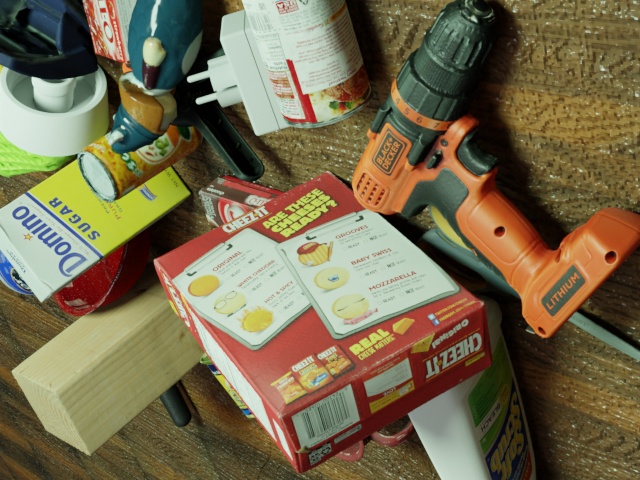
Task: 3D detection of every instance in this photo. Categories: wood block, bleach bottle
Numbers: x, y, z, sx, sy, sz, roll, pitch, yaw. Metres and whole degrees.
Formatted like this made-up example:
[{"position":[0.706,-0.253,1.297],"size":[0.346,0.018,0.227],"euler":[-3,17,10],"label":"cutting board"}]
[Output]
[{"position":[-0.209,0.119,1.141],"size":[0.091,0.205,0.090],"euler":[14,135,45],"label":"wood block"},{"position":[0.135,0.165,0.867],"size":[0.068,0.102,0.250],"euler":[5,134,38],"label":"bleach bottle"}]

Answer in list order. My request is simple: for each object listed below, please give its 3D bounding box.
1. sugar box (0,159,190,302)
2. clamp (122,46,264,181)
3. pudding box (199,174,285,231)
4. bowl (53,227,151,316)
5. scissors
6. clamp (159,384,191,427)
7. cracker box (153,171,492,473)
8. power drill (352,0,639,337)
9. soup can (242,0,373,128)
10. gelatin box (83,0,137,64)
[{"position":[-0.221,-0.029,1.024],"size":[0.093,0.176,0.048],"euler":[52,150,-4],"label":"sugar box"},{"position":[-0.104,-0.117,0.904],"size":[0.172,0.039,0.120],"euler":[19,119,45],"label":"clamp"},{"position":[-0.057,0.001,0.977],"size":[0.090,0.039,0.113],"euler":[19,138,41],"label":"pudding box"},{"position":[-0.230,0.004,1.147],"size":[0.162,0.055,0.162],"euler":[-14,71,44],"label":"bowl"},{"position":[0.147,0.021,0.757],"size":[0.202,0.016,0.096],"euler":[22,139,39],"label":"scissors"},{"position":[-0.220,0.143,1.348],"size":[0.165,0.036,0.210],"euler":[39,148,18],"label":"clamp"},{"position":[-0.003,0.052,0.789],"size":[0.214,0.164,0.072],"euler":[43,155,48],"label":"cracker box"},{"position":[0.116,-0.041,0.686],"size":[0.188,0.057,0.185],"euler":[44,143,14],"label":"power drill"},{"position":[-0.009,-0.138,0.736],"size":[0.069,0.068,0.102],"euler":[15,134,45],"label":"soup can"},{"position":[-0.173,-0.197,0.892],"size":[0.073,0.030,0.089],"euler":[26,130,54],"label":"gelatin box"}]
